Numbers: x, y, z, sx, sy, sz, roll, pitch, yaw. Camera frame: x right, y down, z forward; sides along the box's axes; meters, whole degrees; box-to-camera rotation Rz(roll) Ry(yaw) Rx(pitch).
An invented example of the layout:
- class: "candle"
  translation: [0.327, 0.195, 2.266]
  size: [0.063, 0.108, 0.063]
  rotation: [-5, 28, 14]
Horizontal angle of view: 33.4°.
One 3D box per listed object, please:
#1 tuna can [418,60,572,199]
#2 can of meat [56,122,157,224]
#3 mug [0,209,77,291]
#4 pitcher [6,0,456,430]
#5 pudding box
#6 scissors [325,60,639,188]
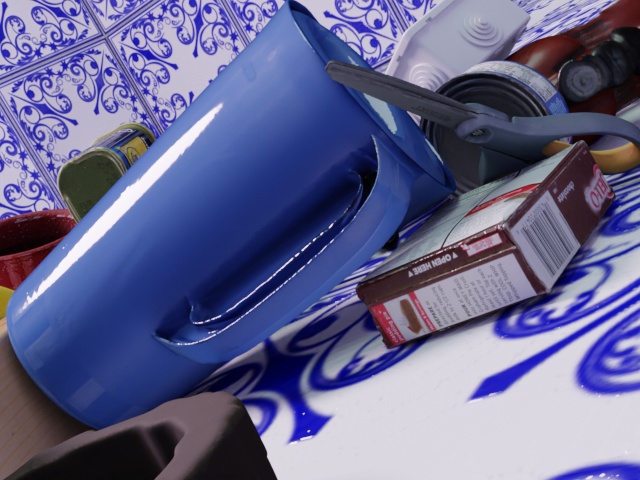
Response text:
- class: "tuna can"
  translation: [0.103, -0.061, 0.625]
  size: [0.086, 0.086, 0.033]
  rotation: [-23, 9, 37]
- class: "can of meat"
  translation: [-0.137, -0.027, 0.769]
  size: [0.057, 0.102, 0.084]
  rotation: [-27, 12, 13]
- class: "mug"
  translation: [-0.202, 0.027, 0.783]
  size: [0.093, 0.081, 0.117]
  rotation: [-4, 22, 17]
- class: "pitcher"
  translation: [-0.054, 0.001, 0.578]
  size: [0.243, 0.145, 0.149]
  rotation: [-41, -14, 14]
- class: "pudding box"
  translation: [0.081, 0.000, 0.509]
  size: [0.090, 0.039, 0.113]
  rotation: [-26, 7, 38]
- class: "scissors"
  translation: [0.073, -0.048, 0.535]
  size: [0.201, 0.016, 0.096]
  rotation: [5, -27, -26]
